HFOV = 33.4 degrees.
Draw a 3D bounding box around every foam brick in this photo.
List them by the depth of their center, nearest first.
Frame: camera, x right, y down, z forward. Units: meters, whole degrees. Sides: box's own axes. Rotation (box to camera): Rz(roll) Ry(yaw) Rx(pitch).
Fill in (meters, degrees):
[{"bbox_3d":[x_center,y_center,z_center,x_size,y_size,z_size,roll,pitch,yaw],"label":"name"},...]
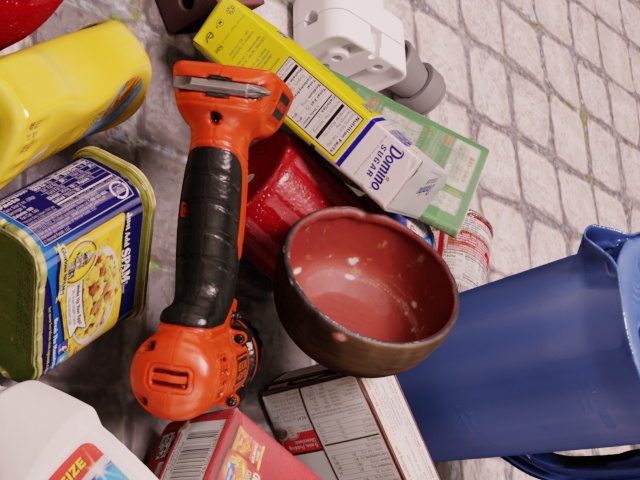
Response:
[{"bbox_3d":[-0.085,-0.188,0.738,0.051,0.053,0.078,-24,93,-53],"label":"foam brick"}]

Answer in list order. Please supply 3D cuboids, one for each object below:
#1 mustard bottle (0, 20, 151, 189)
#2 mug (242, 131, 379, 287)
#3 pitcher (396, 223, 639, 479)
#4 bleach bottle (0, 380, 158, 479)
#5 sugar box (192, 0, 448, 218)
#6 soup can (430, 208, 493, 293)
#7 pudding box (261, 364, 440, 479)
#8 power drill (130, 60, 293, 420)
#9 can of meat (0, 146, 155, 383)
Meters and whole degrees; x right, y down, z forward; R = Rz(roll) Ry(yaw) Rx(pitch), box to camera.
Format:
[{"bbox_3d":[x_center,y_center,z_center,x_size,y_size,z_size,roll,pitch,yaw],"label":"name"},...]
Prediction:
[{"bbox_3d":[-0.143,-0.077,0.575,0.058,0.096,0.191,52,28,-5],"label":"mustard bottle"},{"bbox_3d":[-0.023,-0.024,0.725,0.081,0.093,0.117,43,17,-25],"label":"mug"},{"bbox_3d":[0.137,0.096,0.734,0.144,0.243,0.149,18,62,-46],"label":"pitcher"},{"bbox_3d":[-0.102,0.157,0.490,0.102,0.068,0.251,-38,71,-27],"label":"bleach bottle"},{"bbox_3d":[0.003,-0.087,0.711,0.176,0.048,0.093,39,10,15],"label":"sugar box"},{"bbox_3d":[0.101,0.031,0.861,0.068,0.069,0.102,40,47,-34],"label":"soup can"},{"bbox_3d":[0.021,0.135,0.700,0.039,0.090,0.113,-32,100,-51],"label":"pudding box"},{"bbox_3d":[-0.054,0.001,0.603,0.184,0.057,0.187,-4,99,-86],"label":"power drill"},{"bbox_3d":[-0.136,0.014,0.555,0.083,0.057,0.102,-39,149,-48],"label":"can of meat"}]
